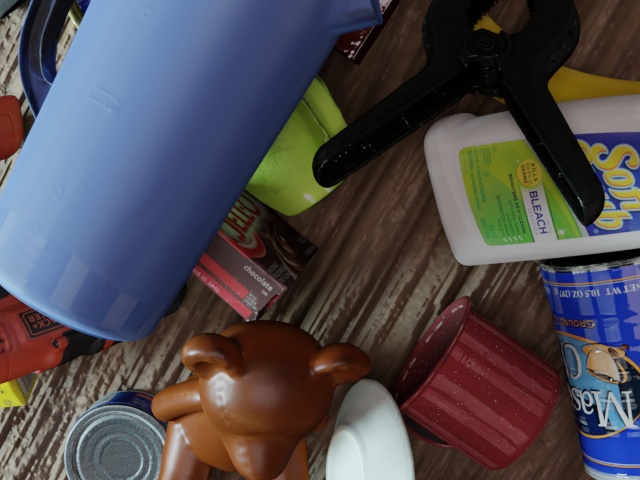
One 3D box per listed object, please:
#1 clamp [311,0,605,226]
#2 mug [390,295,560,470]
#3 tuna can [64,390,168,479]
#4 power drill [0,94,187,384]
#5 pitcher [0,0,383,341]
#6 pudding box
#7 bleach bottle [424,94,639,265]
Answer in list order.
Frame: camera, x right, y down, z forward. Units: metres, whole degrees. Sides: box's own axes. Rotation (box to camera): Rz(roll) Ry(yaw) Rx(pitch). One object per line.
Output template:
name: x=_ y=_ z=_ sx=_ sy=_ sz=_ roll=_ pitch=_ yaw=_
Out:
clamp: x=0.108 y=-0.098 z=0.628 sx=0.165 sy=0.036 sz=0.209 roll=16 pitch=62 yaw=22
mug: x=0.097 y=0.104 z=0.710 sx=0.081 sy=0.093 sz=0.117 roll=35 pitch=132 yaw=-3
tuna can: x=-0.140 y=0.153 z=0.769 sx=0.086 sy=0.033 sz=0.086 roll=1 pitch=98 yaw=7
power drill: x=-0.197 y=-0.004 z=0.709 sx=0.057 sy=0.184 sz=0.188 roll=-44 pitch=73 yaw=43
pitcher: x=-0.092 y=-0.077 z=0.583 sx=0.144 sy=0.149 sz=0.243 roll=27 pitch=97 yaw=-29
pudding box: x=-0.054 y=0.001 z=0.696 sx=0.090 sy=0.113 sz=0.039 roll=42 pitch=104 yaw=0
bleach bottle: x=0.188 y=-0.047 z=0.625 sx=0.251 sy=0.067 sz=0.102 roll=-10 pitch=100 yaw=38
